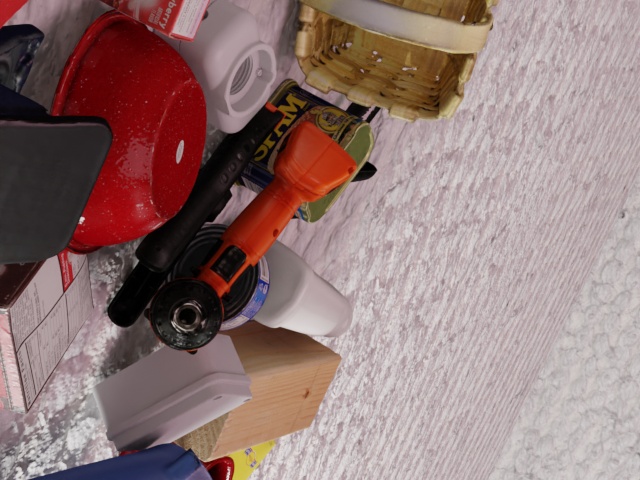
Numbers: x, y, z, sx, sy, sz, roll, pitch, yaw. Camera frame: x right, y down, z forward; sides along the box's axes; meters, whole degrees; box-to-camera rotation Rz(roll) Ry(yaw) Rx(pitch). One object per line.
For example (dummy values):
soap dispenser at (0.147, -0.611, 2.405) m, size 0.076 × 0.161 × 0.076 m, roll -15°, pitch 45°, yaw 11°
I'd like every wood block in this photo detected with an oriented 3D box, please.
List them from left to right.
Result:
wood block at (-0.073, 0.139, 1.036) m, size 0.205 × 0.090 × 0.091 m, roll 3°, pitch 114°, yaw -65°

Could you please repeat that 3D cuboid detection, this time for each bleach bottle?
bleach bottle at (-0.018, 0.056, 1.032) m, size 0.068 × 0.103 × 0.250 m, roll -55°, pitch 156°, yaw -1°

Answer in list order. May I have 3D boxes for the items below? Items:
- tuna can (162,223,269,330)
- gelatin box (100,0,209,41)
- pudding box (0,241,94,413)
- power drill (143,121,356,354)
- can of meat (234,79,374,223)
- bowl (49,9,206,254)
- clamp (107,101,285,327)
tuna can at (-0.086, 0.031, 0.884) m, size 0.086 × 0.086 × 0.033 m, roll -59°, pitch 159°, yaw -3°
gelatin box at (-0.094, -0.174, 0.635) m, size 0.030 × 0.073 × 0.089 m, roll -2°, pitch 120°, yaw -64°
pudding box at (-0.187, 0.041, 0.688) m, size 0.113 × 0.039 × 0.090 m, roll -66°, pitch 163°, yaw -52°
power drill at (-0.055, 0.001, 0.777) m, size 0.187 × 0.057 × 0.184 m, roll -49°, pitch -174°, yaw -7°
can of meat at (-0.016, -0.074, 0.905) m, size 0.102 × 0.084 × 0.057 m, roll -53°, pitch 157°, yaw -16°
bowl at (-0.115, -0.064, 0.685) m, size 0.162 × 0.055 × 0.162 m, roll 13°, pitch 90°, yaw -78°
clamp at (-0.096, -0.027, 0.827) m, size 0.209 × 0.036 × 0.165 m, roll -57°, pitch -174°, yaw -33°
